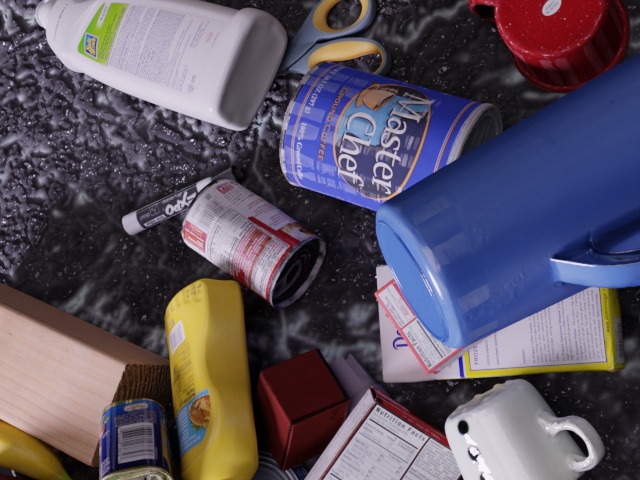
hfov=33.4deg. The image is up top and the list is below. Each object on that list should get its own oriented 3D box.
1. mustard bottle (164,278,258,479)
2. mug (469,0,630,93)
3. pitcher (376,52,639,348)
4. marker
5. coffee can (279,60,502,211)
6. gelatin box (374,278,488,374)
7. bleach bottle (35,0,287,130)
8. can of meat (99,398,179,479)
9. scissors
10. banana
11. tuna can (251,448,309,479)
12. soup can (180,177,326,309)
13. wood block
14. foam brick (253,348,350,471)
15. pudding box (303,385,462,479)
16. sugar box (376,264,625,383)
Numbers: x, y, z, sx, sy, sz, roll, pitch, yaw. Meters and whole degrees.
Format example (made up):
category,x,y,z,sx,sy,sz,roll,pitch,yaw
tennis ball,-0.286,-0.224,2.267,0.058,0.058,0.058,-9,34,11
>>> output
category,x,y,z,sx,sy,sz,roll,pitch,yaw
mustard bottle,-0.084,0.133,0.837,0.096,0.058,0.191,-47,44,50
mug,0.166,-0.167,0.792,0.117,0.081,0.093,21,92,23
pitcher,0.167,-0.024,0.696,0.242,0.149,0.145,-28,81,-7
marker,-0.118,-0.036,0.930,0.121,0.020,0.020,-24,75,18
coffee can,0.054,-0.071,0.816,0.140,0.102,0.103,19,91,24
gelatin box,0.095,0.044,0.777,0.089,0.030,0.073,-39,70,16
bleach bottle,-0.153,-0.178,0.931,0.251,0.068,0.102,24,91,31
can of meat,-0.138,0.184,0.821,0.057,0.084,0.102,-9,124,-4
scissors,-0.033,-0.169,0.912,0.202,0.016,0.096,6,85,23
banana,-0.296,0.181,0.918,0.198,0.037,0.069,5,110,27
tuna can,-0.046,0.211,0.862,0.086,0.033,0.086,-3,83,22
soup can,-0.056,0.001,0.873,0.102,0.068,0.068,33,97,23
wood block,-0.239,0.110,0.925,0.206,0.090,0.090,21,92,23
foam brick,-0.016,0.131,0.826,0.052,0.078,0.051,-20,58,-24
pudding box,0.045,0.180,0.806,0.090,0.039,0.113,34,96,-8
sugar box,0.132,0.057,0.800,0.176,0.048,0.093,-6,81,26
